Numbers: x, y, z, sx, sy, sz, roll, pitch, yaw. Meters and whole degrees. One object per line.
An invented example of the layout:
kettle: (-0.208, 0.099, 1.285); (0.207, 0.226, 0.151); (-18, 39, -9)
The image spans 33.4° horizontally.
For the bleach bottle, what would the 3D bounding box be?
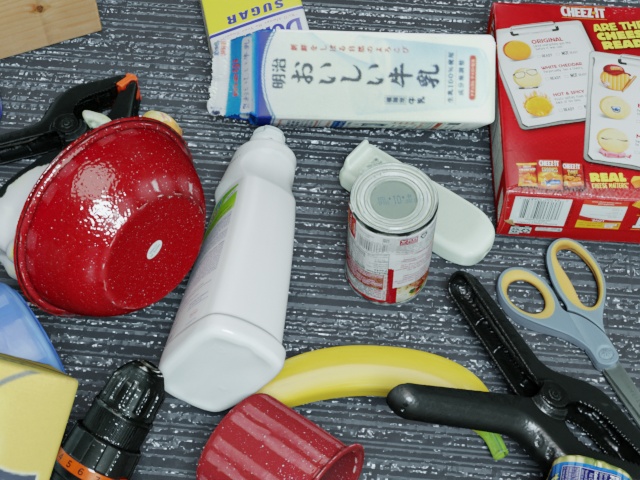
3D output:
bleach bottle: (-0.055, 0.001, 0.811); (0.068, 0.103, 0.250); (30, 45, -20)

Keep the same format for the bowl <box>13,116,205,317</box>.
bowl: (-0.134, -0.004, 0.756); (0.055, 0.162, 0.162); (32, 61, 31)

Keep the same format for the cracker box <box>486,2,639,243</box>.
cracker box: (0.228, -0.101, 0.906); (0.164, 0.072, 0.213); (3, 56, 0)

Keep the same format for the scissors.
scissors: (0.196, 0.086, 0.815); (0.096, 0.016, 0.202); (-8, 57, -3)

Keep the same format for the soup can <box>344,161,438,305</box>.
soup can: (0.053, -0.004, 0.821); (0.068, 0.102, 0.068); (0, 56, 0)

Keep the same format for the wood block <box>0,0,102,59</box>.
wood block: (-0.316, -0.222, 0.972); (0.206, 0.091, 0.090); (-18, 59, -13)

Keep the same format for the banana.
banana: (0.043, 0.108, 0.783); (0.198, 0.037, 0.069); (9, 47, 4)

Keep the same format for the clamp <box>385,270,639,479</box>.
clamp: (0.148, 0.121, 0.749); (0.210, 0.036, 0.164); (38, 39, 8)

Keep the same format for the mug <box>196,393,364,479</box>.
mug: (-0.036, 0.166, 0.720); (0.082, 0.093, 0.117); (30, 72, 24)

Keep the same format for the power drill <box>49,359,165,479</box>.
power drill: (-0.104, 0.191, 0.675); (0.188, 0.057, 0.184); (29, 89, 28)

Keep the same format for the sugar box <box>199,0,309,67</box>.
sugar box: (-0.065, -0.217, 0.996); (0.093, 0.048, 0.176); (-11, 56, -7)

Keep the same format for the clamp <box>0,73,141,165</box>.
clamp: (-0.226, -0.089, 0.915); (0.120, 0.039, 0.171); (27, 54, 12)
